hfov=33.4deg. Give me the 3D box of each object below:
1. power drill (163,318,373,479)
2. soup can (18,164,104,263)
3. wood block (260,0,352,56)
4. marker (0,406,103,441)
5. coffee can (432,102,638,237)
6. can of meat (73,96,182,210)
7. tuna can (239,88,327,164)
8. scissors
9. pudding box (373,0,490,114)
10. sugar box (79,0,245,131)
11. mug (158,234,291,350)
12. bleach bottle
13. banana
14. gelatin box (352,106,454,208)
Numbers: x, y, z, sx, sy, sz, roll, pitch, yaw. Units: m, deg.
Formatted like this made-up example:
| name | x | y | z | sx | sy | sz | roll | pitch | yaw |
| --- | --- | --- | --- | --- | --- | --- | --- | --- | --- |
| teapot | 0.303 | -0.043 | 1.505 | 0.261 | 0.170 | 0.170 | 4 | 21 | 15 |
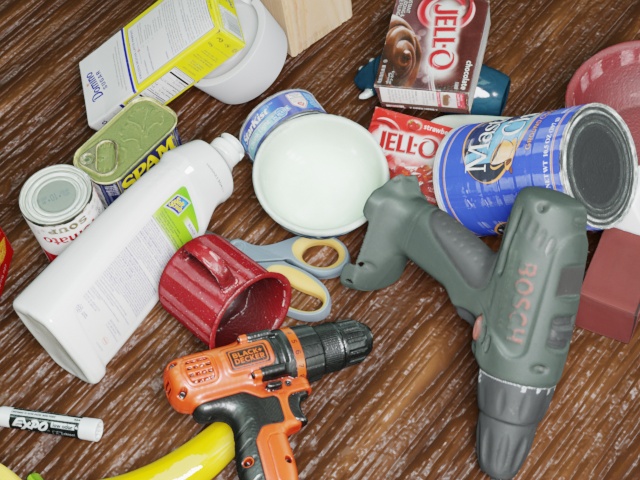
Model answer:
| name | x | y | z | sx | sy | sz | roll | pitch | yaw |
| --- | --- | --- | --- | --- | --- | --- | --- | --- | --- |
| power drill | -0.014 | 0.154 | 0.849 | 0.184 | 0.057 | 0.188 | -13 | 57 | -21 |
| soup can | -0.226 | -0.013 | 0.969 | 0.068 | 0.102 | 0.068 | -3 | 56 | 5 |
| wood block | -0.035 | -0.299 | 1.070 | 0.090 | 0.206 | 0.091 | -38 | 60 | -17 |
| marker | -0.245 | 0.154 | 0.912 | 0.121 | 0.020 | 0.020 | 6 | 58 | 11 |
| coffee can | 0.181 | -0.057 | 0.908 | 0.141 | 0.102 | 0.102 | -4 | 47 | 50 |
| can of meat | -0.175 | -0.071 | 1.011 | 0.057 | 0.084 | 0.102 | 32 | 66 | 24 |
| tuna can | -0.032 | -0.100 | 1.011 | 0.086 | 0.086 | 0.034 | -29 | 60 | -12 |
| scissors | -0.056 | 0.001 | 0.990 | 0.202 | 0.016 | 0.096 | 37 | 67 | 27 |
| pudding box | 0.107 | -0.176 | 1.004 | 0.090 | 0.039 | 0.113 | 7 | 65 | 17 |
| sugar box | -0.160 | -0.185 | 1.063 | 0.176 | 0.048 | 0.093 | -33 | 53 | 24 |
| mug | -0.088 | 0.041 | 0.911 | 0.082 | 0.117 | 0.093 | 35 | 71 | 31 |
| bleach bottle | -0.153 | 0.002 | 0.953 | 0.068 | 0.102 | 0.250 | 20 | 58 | 38 |
| banana | -0.142 | 0.189 | 0.865 | 0.197 | 0.037 | 0.069 | -16 | 56 | -3 |
| gelatin box | 0.082 | -0.078 | 0.996 | 0.089 | 0.030 | 0.073 | 19 | 92 | 19 |
